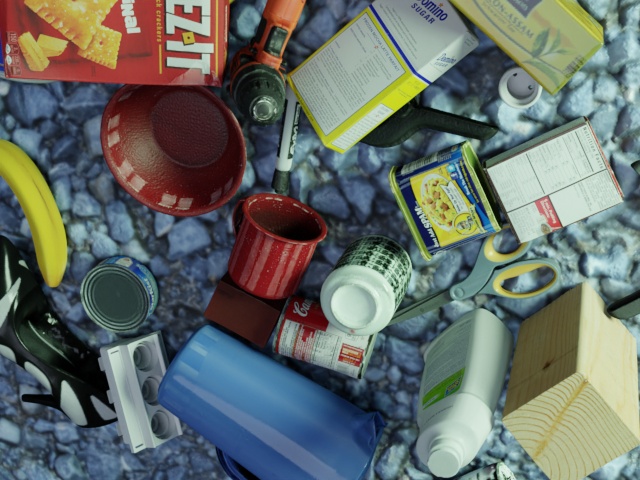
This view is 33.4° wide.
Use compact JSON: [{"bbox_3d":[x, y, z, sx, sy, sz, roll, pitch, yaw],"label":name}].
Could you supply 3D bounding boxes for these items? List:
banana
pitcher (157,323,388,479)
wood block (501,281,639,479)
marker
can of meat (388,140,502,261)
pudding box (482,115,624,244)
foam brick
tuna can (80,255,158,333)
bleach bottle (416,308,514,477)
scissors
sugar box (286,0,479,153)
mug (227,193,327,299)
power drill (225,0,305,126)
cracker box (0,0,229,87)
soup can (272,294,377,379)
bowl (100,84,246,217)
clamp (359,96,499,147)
[{"bbox_3d":[-0.334,-0.040,1.224,0.070,0.037,0.198,-19,104,41],"label":"banana"},{"bbox_3d":[-0.061,0.207,1.194,0.243,0.145,0.149,32,76,6],"label":"pitcher"},{"bbox_3d":[0.245,0.133,1.033,0.091,0.205,0.090,-38,97,25],"label":"wood block"},{"bbox_3d":[-0.035,-0.106,1.123,0.020,0.020,0.121,15,113,10],"label":"marker"},{"bbox_3d":[0.128,-0.042,1.082,0.084,0.057,0.102,-21,104,19],"label":"can of meat"},{"bbox_3d":[0.228,-0.058,1.051,0.113,0.039,0.090,-24,99,13],"label":"pudding box"},{"bbox_3d":[-0.080,0.072,1.186,0.078,0.051,0.053,29,114,3],"label":"foam brick"},{"bbox_3d":[-0.231,0.061,1.233,0.086,0.033,0.086,5,111,14],"label":"tuna can"},{"bbox_3d":[0.133,0.158,1.049,0.068,0.250,0.103,43,115,-4],"label":"bleach bottle"},{"bbox_3d":[0.149,0.034,1.127,0.202,0.016,0.096,-10,106,18],"label":"scissors"},{"bbox_3d":[0.058,-0.174,1.031,0.176,0.048,0.093,-36,68,17],"label":"sugar box"},{"bbox_3d":[-0.057,0.001,1.139,0.117,0.093,0.082,42,125,31],"label":"mug"},{"bbox_3d":[-0.035,-0.207,1.005,0.057,0.184,0.188,21,107,-17],"label":"power drill"},{"bbox_3d":[-0.194,-0.233,1.007,0.213,0.072,0.164,2,116,-1],"label":"cracker box"},{"bbox_3d":[0.006,0.106,1.165,0.102,0.068,0.068,17,114,8],"label":"soup can"},{"bbox_3d":[-0.148,-0.108,1.128,0.162,0.055,0.162,7,119,12],"label":"bowl"},{"bbox_3d":[0.086,-0.149,1.063,0.172,0.039,0.120,-7,92,20],"label":"clamp"}]
